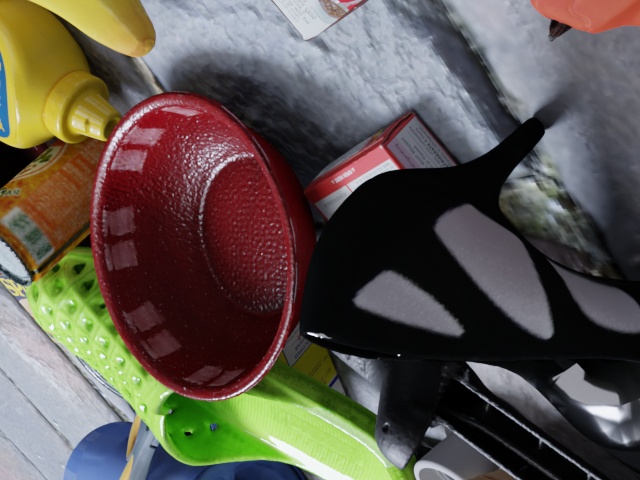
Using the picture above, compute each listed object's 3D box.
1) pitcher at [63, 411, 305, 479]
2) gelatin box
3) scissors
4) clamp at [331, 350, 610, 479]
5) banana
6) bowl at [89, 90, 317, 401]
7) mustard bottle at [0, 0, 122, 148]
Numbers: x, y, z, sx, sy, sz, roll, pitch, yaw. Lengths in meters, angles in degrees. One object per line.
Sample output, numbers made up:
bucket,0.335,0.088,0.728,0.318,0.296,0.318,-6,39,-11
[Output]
pitcher,-0.127,0.214,0.916,0.145,0.149,0.243,41,157,-30
gelatin box,0.045,-0.009,0.505,0.089,0.030,0.073,48,148,-9
scissors,-0.122,0.128,0.798,0.016,0.096,0.202,17,124,-14
clamp,0.047,0.068,0.510,0.164,0.036,0.210,28,-172,-39
banana,-0.167,-0.134,0.557,0.198,0.037,0.069,7,96,23
bowl,-0.054,0.001,0.568,0.162,0.055,0.162,9,104,41
mustard bottle,-0.194,-0.107,0.627,0.192,0.058,0.096,29,135,20
